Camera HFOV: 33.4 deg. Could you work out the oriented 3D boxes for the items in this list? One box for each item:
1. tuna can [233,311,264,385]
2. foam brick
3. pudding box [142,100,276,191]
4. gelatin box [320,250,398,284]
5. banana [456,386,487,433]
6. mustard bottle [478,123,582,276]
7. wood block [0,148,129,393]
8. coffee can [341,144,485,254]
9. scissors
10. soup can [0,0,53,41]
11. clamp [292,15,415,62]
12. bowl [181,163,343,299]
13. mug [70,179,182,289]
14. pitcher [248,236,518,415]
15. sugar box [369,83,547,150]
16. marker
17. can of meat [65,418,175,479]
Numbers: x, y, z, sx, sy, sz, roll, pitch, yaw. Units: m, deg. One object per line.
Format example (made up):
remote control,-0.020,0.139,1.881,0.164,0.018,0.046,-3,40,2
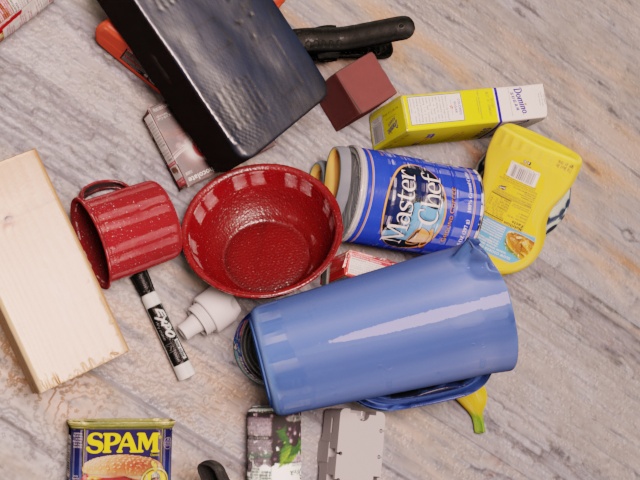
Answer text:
tuna can,-0.045,0.107,1.096,0.086,0.034,0.086,3,81,-19
foam brick,0.036,-0.159,1.144,0.051,0.078,0.053,-32,93,-20
pudding box,-0.114,-0.114,1.103,0.113,0.039,0.090,-28,92,-22
gelatin box,0.053,0.038,1.122,0.089,0.073,0.030,16,76,-16
banana,0.105,0.145,1.143,0.197,0.037,0.069,23,74,-15
mustard bottle,0.201,-0.022,1.155,0.096,0.058,0.192,27,112,15
wood block,-0.267,0.031,0.999,0.090,0.090,0.206,-25,91,-21
coffee can,0.088,-0.039,1.130,0.140,0.103,0.103,9,79,-19
scissors,0.001,0.000,1.117,0.016,0.096,0.202,7,97,-22
soup can,-0.311,-0.237,1.037,0.068,0.069,0.102,48,69,-7
clamp,0.015,-0.210,1.126,0.171,0.120,0.039,-8,84,-17
bowl,-0.057,0.001,1.076,0.162,0.055,0.162,-1,56,2
mug,-0.193,-0.017,1.042,0.081,0.093,0.117,-21,53,-26
pitcher,0.060,0.097,1.036,0.242,0.145,0.149,-14,83,-6
sugar box,0.151,-0.135,1.173,0.176,0.093,0.048,-5,84,-20
marker,-0.159,0.082,1.067,0.020,0.020,0.121,-25,91,-21
can of meat,-0.191,0.213,1.016,0.102,0.058,0.084,3,83,-19
